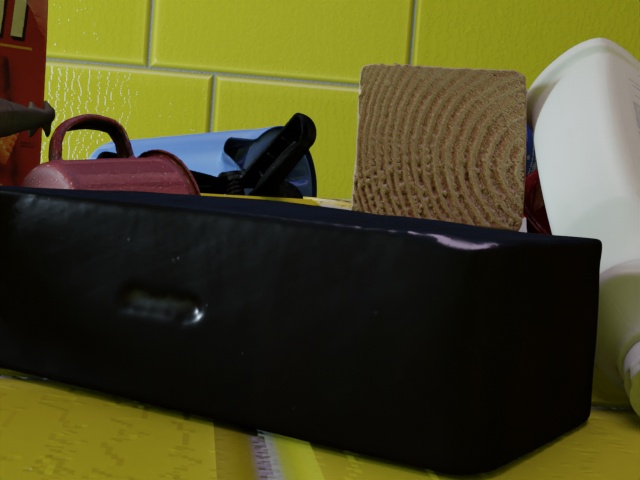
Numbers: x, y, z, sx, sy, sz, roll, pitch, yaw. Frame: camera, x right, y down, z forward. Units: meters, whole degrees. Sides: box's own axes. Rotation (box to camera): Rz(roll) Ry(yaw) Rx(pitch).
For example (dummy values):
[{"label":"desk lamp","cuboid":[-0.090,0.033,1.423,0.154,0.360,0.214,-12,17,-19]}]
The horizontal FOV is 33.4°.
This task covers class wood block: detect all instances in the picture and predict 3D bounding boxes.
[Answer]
[{"label":"wood block","cuboid":[0.066,-0.025,0.657,0.091,0.090,0.206,3,-14,3]}]

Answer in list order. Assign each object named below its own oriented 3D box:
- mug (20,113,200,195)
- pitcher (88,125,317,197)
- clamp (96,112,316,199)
[{"label":"mug","cuboid":[-0.131,-0.020,0.640,0.081,0.117,0.093,-5,-8,-44]},{"label":"pitcher","cuboid":[-0.130,-0.047,1.141,0.243,0.149,0.144,3,17,33]},{"label":"clamp","cuboid":[-0.077,-0.036,0.844,0.164,0.036,0.210,-7,-21,3]}]
